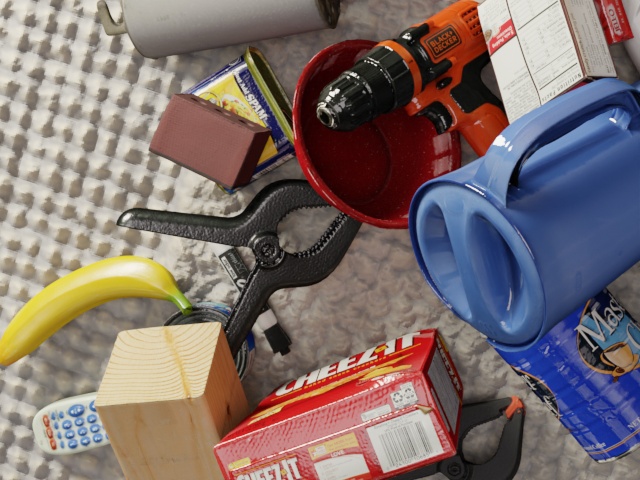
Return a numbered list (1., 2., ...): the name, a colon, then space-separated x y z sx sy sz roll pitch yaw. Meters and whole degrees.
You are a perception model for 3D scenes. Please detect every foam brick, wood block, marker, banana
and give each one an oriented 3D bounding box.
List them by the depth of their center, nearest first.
1. foam brick: -0.088 -0.081 0.865 0.078 0.053 0.051 25 103 8
2. wood block: -0.105 0.177 0.886 0.090 0.090 0.206 -6 124 11
3. marker: -0.061 0.049 0.947 0.020 0.020 0.121 -31 91 11
4. banana: -0.208 0.055 0.953 0.198 0.037 0.069 -17 57 16

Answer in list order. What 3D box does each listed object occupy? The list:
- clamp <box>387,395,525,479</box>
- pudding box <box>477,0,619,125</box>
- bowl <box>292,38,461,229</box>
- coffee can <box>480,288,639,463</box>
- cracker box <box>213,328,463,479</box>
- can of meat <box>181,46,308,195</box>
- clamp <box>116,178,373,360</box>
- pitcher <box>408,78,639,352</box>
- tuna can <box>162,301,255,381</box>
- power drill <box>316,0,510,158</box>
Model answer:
1. clamp: 0.120 0.208 0.915 0.171 0.039 0.120 -40 79 7
2. pudding box: 0.172 -0.153 0.818 0.039 0.090 0.113 -5 74 -33
3. bowl: 0.036 -0.080 0.876 0.161 0.055 0.162 9 70 -28
4. coffee can: 0.214 0.094 0.866 0.103 0.102 0.140 -42 89 10
5. cracker box: 0.023 0.139 0.844 0.164 0.213 0.072 -22 90 10
6. can of meat: -0.067 -0.100 0.914 0.084 0.057 0.102 -30 90 13
7. clamp: -0.056 0.001 0.903 0.210 0.036 0.164 -34 103 -5
8. pitcher: 0.194 -0.039 0.769 0.242 0.149 0.145 -30 95 -25
9. tuna can: -0.102 0.098 0.951 0.086 0.033 0.086 1 96 9
10. power drill: 0.105 -0.082 0.849 0.184 0.057 0.187 -36 96 -27
